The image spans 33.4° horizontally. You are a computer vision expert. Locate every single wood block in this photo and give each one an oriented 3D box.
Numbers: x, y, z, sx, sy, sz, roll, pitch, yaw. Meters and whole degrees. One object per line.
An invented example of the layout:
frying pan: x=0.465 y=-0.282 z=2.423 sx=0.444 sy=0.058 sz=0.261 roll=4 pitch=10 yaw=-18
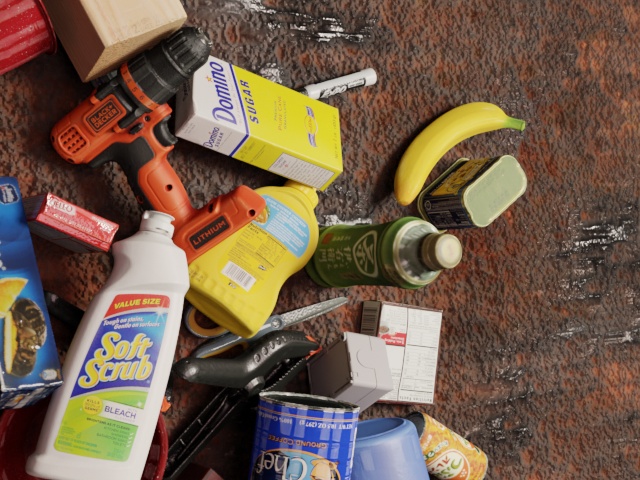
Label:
wood block: x=-0.219 y=-0.265 z=0.982 sx=0.090 sy=0.091 sz=0.206 roll=-28 pitch=89 yaw=-28

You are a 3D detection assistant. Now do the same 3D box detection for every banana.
banana: x=0.146 y=-0.112 z=1.237 sx=0.197 sy=0.070 sz=0.037 roll=-34 pitch=142 yaw=-21

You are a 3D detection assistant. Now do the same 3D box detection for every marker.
marker: x=0.009 y=-0.169 z=1.180 sx=0.120 sy=0.020 sz=0.020 roll=-20 pitch=98 yaw=-30

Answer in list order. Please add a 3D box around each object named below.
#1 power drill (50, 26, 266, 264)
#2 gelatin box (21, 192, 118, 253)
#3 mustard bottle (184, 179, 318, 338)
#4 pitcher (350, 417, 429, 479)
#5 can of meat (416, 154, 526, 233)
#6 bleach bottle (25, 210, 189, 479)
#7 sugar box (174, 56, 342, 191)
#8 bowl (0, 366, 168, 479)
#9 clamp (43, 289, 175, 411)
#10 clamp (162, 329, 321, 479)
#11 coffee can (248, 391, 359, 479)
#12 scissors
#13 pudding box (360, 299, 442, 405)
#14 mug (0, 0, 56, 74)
power drill: x=-0.136 y=-0.085 z=1.009 sx=0.185 sy=0.057 sz=0.187 roll=-34 pitch=100 yaw=18
gelatin box: x=-0.237 y=-0.016 z=0.987 sx=0.073 sy=0.089 sz=0.030 roll=27 pitch=75 yaw=-27
mustard bottle: x=-0.057 y=0.002 z=1.103 sx=0.096 sy=0.058 sz=0.191 roll=35 pitch=62 yaw=0
pitcher: x=0.070 y=0.320 z=1.130 sx=0.144 sy=0.149 sz=0.243 roll=-12 pitch=91 yaw=-31
can of meat: x=0.177 y=-0.055 z=1.239 sx=0.102 sy=0.084 sz=0.057 roll=-41 pitch=108 yaw=-26
bleach bottle: x=-0.182 y=0.094 z=0.958 sx=0.102 sy=0.068 sz=0.251 roll=14 pitch=77 yaw=-10
sugar box: x=-0.062 y=-0.123 z=1.098 sx=0.176 sy=0.048 sz=0.093 roll=20 pitch=47 yaw=-29
bowl: x=-0.227 y=0.194 z=0.998 sx=0.161 sy=0.055 sz=0.162 roll=2 pitch=86 yaw=-23
clamp: x=-0.184 y=0.085 z=1.045 sx=0.120 sy=0.039 sz=0.171 roll=-39 pitch=113 yaw=-21
clamp: x=-0.083 y=0.152 z=1.080 sx=0.209 sy=0.036 sz=0.165 roll=-21 pitch=142 yaw=-45
coffee can: x=-0.020 y=0.227 z=1.055 sx=0.102 sy=0.103 sz=0.140 roll=9 pitch=88 yaw=-30
scissors: x=-0.064 y=0.075 z=1.130 sx=0.201 sy=0.016 sz=0.096 roll=-34 pitch=105 yaw=-28
pudding box: x=0.089 y=0.128 z=1.207 sx=0.089 sy=0.039 sz=0.113 roll=10 pitch=85 yaw=-31
mug: x=-0.304 y=-0.200 z=0.962 sx=0.081 sy=0.093 sz=0.117 roll=-33 pitch=74 yaw=-23
